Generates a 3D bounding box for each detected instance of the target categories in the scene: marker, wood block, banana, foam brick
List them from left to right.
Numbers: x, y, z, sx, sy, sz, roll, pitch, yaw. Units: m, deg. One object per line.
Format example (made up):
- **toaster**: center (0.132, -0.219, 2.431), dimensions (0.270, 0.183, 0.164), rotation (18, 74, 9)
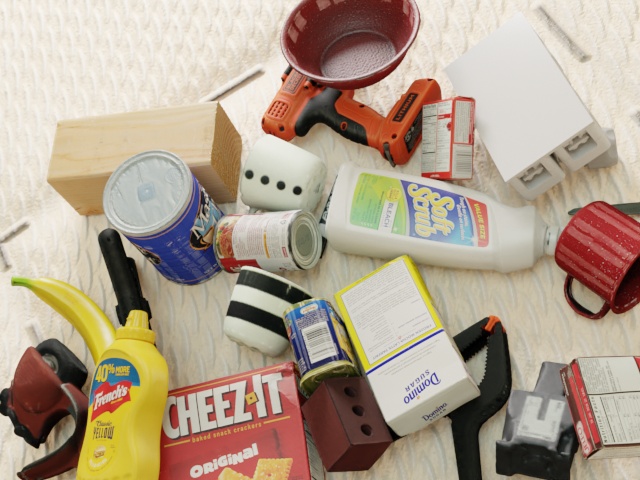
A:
- **banana**: center (-0.271, 0.101, 1.217), dimensions (0.198, 0.037, 0.069), rotation (41, 45, 24)
- **wood block**: center (-0.207, -0.097, 1.274), dimensions (0.206, 0.090, 0.090), rotation (-5, 63, 16)
- **marker**: center (0.011, -0.031, 1.213), dimensions (0.020, 0.020, 0.121), rotation (13, 70, 23)
- **foam brick**: center (0.025, 0.180, 1.042), dimensions (0.051, 0.052, 0.078), rotation (-53, 48, 36)

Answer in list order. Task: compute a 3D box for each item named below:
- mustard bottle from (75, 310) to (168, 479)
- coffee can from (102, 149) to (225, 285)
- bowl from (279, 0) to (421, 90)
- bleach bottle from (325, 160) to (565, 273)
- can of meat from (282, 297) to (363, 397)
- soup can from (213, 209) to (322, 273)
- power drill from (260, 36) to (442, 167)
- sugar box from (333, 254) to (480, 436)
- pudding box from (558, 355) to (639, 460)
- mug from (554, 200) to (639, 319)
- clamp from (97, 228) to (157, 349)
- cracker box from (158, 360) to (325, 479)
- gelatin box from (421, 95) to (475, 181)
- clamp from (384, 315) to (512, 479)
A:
- **mustard bottle**: center (-0.198, 0.166, 1.092), dimensions (0.096, 0.058, 0.191), rotation (-11, 67, 42)
- **coffee can**: center (-0.167, -0.023, 1.196), dimensions (0.103, 0.140, 0.103), rotation (-7, 63, 14)
- **bowl**: center (0.038, -0.225, 1.217), dimensions (0.162, 0.055, 0.162), rotation (-7, 56, 10)
- **bleach bottle**: center (0.137, -0.022, 1.145), dimensions (0.251, 0.068, 0.102), rotation (7, 67, 18)
- **can of meat**: center (0.005, 0.116, 1.096), dimensions (0.057, 0.102, 0.084), rotation (-22, 58, 6)
- **soup can**: center (-0.058, 0.001, 1.179), dimensions (0.102, 0.068, 0.068), rotation (-3, 63, 31)
- **power drill**: center (0.044, -0.176, 1.255), dimensions (0.188, 0.057, 0.184), rotation (22, 73, 27)
- **sugar box**: center (0.085, 0.104, 1.085), dimensions (0.093, 0.048, 0.176), rotation (-31, 48, 9)
- **pudding box**: center (0.287, 0.154, 0.994), dimensions (0.113, 0.039, 0.090), rotation (0, 61, -18)
- **mug**: center (0.285, 0.023, 1.068), dimensions (0.082, 0.093, 0.117), rotation (39, 117, 34)
- **clamp**: center (-0.210, 0.070, 1.182), dimensions (0.039, 0.120, 0.171), rotation (-21, 64, -1)
- **cracker box**: center (-0.081, 0.244, 1.077), dimensions (0.164, 0.072, 0.214), rotation (-15, 60, 10)
- **gelatin box**: center (0.139, -0.110, 1.163), dimensions (0.030, 0.073, 0.089), rotation (2, 91, -21)
- **clamp**: center (0.136, 0.173, 1.060), dimensions (0.165, 0.036, 0.210), rotation (29, 75, 35)
